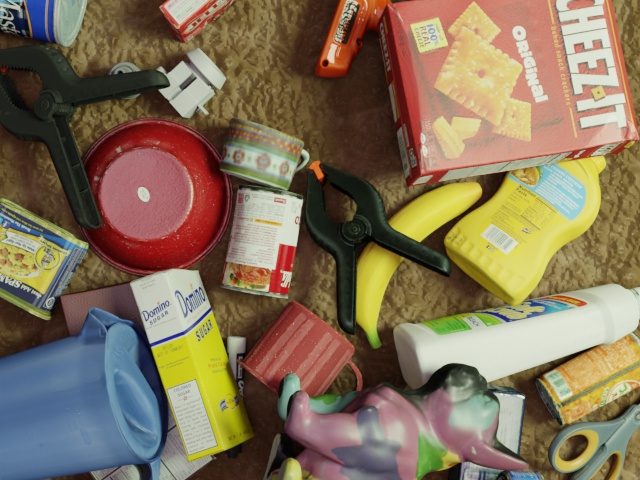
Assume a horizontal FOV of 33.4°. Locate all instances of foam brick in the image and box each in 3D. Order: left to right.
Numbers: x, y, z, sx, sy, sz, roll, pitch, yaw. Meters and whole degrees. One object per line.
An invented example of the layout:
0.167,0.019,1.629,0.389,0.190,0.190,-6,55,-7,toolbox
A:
-0.208,0.071,1.050,0.078,0.051,0.053,-11,91,-2,foam brick

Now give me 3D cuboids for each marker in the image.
-0.086,0.157,1.068,0.020,0.020,0.121,2,89,-2,marker

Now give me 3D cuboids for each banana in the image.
0.082,0.010,1.069,0.069,0.037,0.198,34,91,-28,banana

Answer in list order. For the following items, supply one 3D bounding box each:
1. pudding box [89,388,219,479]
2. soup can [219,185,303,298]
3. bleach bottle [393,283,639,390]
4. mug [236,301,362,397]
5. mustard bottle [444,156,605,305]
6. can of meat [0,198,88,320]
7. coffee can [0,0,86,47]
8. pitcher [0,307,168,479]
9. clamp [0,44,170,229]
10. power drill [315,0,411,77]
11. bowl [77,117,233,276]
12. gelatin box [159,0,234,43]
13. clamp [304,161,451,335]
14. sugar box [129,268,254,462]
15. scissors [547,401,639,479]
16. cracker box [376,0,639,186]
-0.171,0.211,1.056,0.113,0.039,0.090,-36,90,0,pudding box
-0.057,0.001,1.047,0.068,0.068,0.102,10,88,-2,soup can
0.205,0.089,1.048,0.250,0.103,0.068,-15,100,-8,bleach bottle
-0.011,0.120,1.036,0.117,0.093,0.081,37,84,6,mug
0.217,-0.034,1.052,0.096,0.058,0.191,39,80,27,mustard bottle
-0.290,0.017,1.046,0.102,0.057,0.084,28,87,-1,can of meat
-0.303,-0.251,1.025,0.140,0.103,0.103,13,89,-1,coffee can
-0.270,0.174,0.996,0.243,0.145,0.149,-15,56,12,pitcher
-0.245,-0.134,1.022,0.210,0.036,0.165,40,104,20,clamp
0.093,-0.171,1.060,0.187,0.057,0.184,18,85,-4,power drill
-0.168,-0.044,1.051,0.162,0.055,0.162,0,89,-1,bowl
-0.112,-0.237,1.045,0.089,0.073,0.030,-41,90,-2,gelatin box
0.030,0.003,1.030,0.120,0.039,0.171,-38,71,-9,clamp
-0.121,0.115,1.019,0.048,0.093,0.176,-19,84,12,sugar box
0.299,0.173,1.070,0.096,0.016,0.202,32,88,-22,scissors
0.173,-0.150,0.998,0.213,0.072,0.164,-9,85,-6,cracker box
